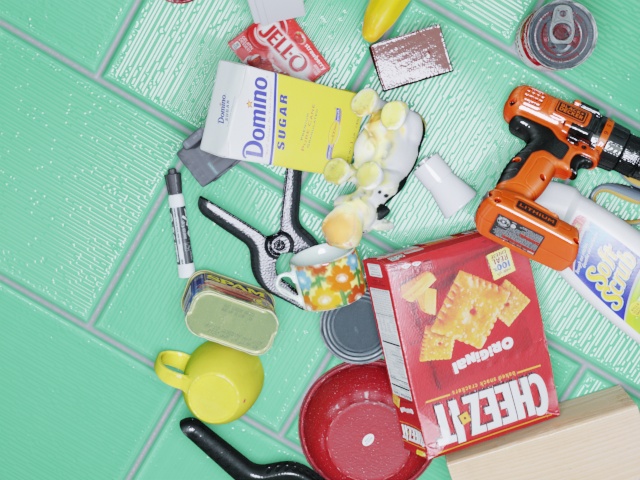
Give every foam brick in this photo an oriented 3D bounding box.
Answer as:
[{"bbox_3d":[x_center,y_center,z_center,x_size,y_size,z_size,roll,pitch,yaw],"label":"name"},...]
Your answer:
[{"bbox_3d":[0.094,-0.191,1.122,0.078,0.053,0.051,-16,97,5],"label":"foam brick"}]

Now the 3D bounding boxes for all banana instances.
[{"bbox_3d":[0.112,-0.283,1.103,0.198,0.070,0.037,-37,129,5],"label":"banana"}]

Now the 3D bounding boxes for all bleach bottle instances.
[{"bbox_3d":[0.295,0.022,1.136,0.251,0.068,0.103,36,113,2],"label":"bleach bottle"}]

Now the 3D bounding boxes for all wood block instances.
[{"bbox_3d":[0.246,0.238,1.154,0.206,0.090,0.091,-19,96,6],"label":"wood block"}]

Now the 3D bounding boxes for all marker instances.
[{"bbox_3d":[-0.155,-0.019,1.175,0.020,0.020,0.121,-7,98,4],"label":"marker"}]

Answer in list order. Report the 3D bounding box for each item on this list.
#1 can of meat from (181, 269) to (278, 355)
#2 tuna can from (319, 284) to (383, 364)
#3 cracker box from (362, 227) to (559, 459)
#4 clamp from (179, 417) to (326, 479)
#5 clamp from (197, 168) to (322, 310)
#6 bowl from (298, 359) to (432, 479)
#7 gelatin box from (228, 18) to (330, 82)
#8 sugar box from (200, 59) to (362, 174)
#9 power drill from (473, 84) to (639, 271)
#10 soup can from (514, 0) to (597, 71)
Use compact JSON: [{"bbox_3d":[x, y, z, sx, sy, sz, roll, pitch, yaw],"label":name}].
[{"bbox_3d":[-0.097,0.078,1.144,0.102,0.084,0.057,20,98,-11],"label":"can of meat"},{"bbox_3d":[0.042,0.091,1.173,0.086,0.033,0.086,0,98,3],"label":"tuna can"},{"bbox_3d":[0.151,0.103,1.125,0.164,0.072,0.214,-15,96,-17],"label":"cracker box"},{"bbox_3d":[-0.072,0.273,1.190,0.210,0.036,0.165,4,117,0],"label":"clamp"},{"bbox_3d":[-0.058,0.001,1.162,0.120,0.039,0.171,-16,97,3],"label":"clamp"},{"bbox_3d":[0.054,0.214,1.179,0.162,0.055,0.162,0,97,3],"label":"bowl"},{"bbox_3d":[-0.043,-0.197,1.139,0.073,0.030,0.089,-36,95,7],"label":"gelatin box"},{"bbox_3d":[-0.034,-0.121,1.087,0.048,0.175,0.093,20,101,42],"label":"sugar box"},{"bbox_3d":[0.250,-0.060,1.080,0.184,0.057,0.187,25,55,9],"label":"power drill"},{"bbox_3d":[0.238,-0.207,1.087,0.068,0.102,0.068,0,98,3],"label":"soup can"}]
